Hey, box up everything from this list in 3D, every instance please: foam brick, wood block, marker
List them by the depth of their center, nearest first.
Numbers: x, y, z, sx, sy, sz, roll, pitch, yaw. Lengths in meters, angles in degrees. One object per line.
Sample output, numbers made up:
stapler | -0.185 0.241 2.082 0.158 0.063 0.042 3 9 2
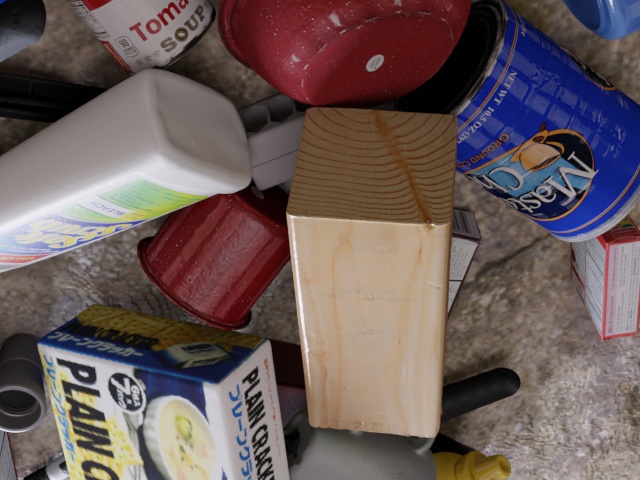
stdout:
wood block | 0.036 0.026 0.663 0.090 0.090 0.206 4 138 7
foam brick | -0.042 0.122 0.817 0.053 0.051 0.078 13 121 -17
marker | -0.188 0.170 0.847 0.121 0.020 0.020 -32 122 13

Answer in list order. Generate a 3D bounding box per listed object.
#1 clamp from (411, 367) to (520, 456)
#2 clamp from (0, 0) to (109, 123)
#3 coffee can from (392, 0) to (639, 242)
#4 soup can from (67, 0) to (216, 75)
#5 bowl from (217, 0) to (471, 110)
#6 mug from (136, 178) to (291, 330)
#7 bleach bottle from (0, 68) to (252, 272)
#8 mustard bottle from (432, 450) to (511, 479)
clamp | 0.073 0.156 0.864 0.171 0.039 0.120 -4 124 -3
clamp | -0.225 -0.096 0.617 0.210 0.036 0.164 -2 167 1
coffee can | 0.132 -0.075 0.681 0.140 0.103 0.103 30 114 -24
soup can | -0.116 -0.154 0.616 0.068 0.068 0.102 -31 122 12
bowl | 0.025 -0.123 0.617 0.162 0.055 0.162 -16 156 -7
mug | -0.055 0.001 0.722 0.082 0.093 0.117 -51 147 18
bleach bottle | -0.172 -0.023 0.676 0.251 0.068 0.102 -23 161 27
mustard bottle | 0.078 0.219 0.865 0.096 0.058 0.192 30 129 -28
